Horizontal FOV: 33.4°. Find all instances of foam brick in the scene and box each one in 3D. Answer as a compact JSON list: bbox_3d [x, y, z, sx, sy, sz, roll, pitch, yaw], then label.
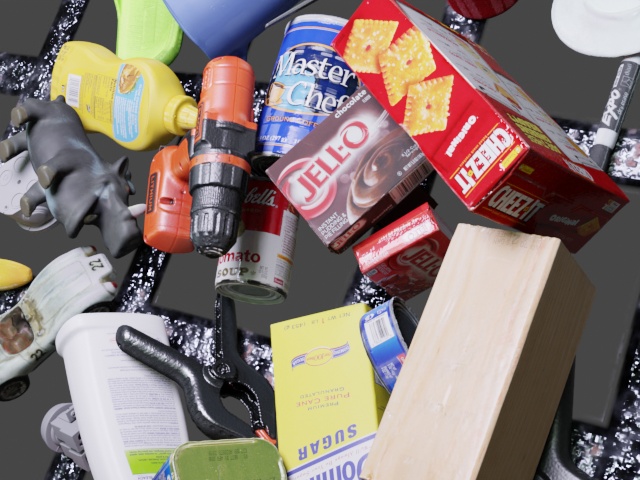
[{"bbox_3d":[0.056,-0.038,0.927,0.053,0.078,0.051,39,91,34],"label":"foam brick"}]

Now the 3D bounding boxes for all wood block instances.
[{"bbox_3d":[0.120,0.103,0.790,0.090,0.090,0.206,10,69,37],"label":"wood block"}]

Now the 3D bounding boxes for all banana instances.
[{"bbox_3d":[-0.387,0.011,1.162,0.198,0.037,0.069,37,89,34],"label":"banana"}]

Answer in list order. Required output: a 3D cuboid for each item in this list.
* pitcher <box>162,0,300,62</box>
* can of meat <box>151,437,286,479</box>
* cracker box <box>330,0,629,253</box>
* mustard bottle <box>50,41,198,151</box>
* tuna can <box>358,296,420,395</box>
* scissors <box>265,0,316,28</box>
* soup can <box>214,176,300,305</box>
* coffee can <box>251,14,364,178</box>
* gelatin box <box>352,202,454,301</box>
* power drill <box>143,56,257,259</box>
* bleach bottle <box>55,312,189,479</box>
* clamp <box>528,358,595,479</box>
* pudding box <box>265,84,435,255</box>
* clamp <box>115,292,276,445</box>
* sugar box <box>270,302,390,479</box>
[{"bbox_3d":[-0.055,-0.302,1.060,0.243,0.149,0.145,-36,60,5],"label":"pitcher"},{"bbox_3d":[-0.088,0.203,0.866,0.084,0.101,0.057,-54,45,45],"label":"can of meat"},{"bbox_3d":[0.125,-0.095,0.854,0.072,0.163,0.214,-49,52,20],"label":"cracker box"},{"bbox_3d":[-0.195,-0.144,1.107,0.192,0.058,0.096,19,107,32],"label":"mustard bottle"},{"bbox_3d":[0.066,0.091,0.861,0.034,0.086,0.086,-30,58,15],"label":"tuna can"},{"bbox_3d":[0.021,-0.247,1.015,0.201,0.016,0.096,-30,17,-12],"label":"scissors"},{"bbox_3d":[-0.056,0.001,0.975,0.069,0.068,0.102,-2,69,27],"label":"soup can"},{"bbox_3d":[-0.002,-0.120,0.977,0.103,0.102,0.140,8,73,30],"label":"coffee can"},{"bbox_3d":[0.077,0.013,0.886,0.073,0.089,0.030,-30,59,13],"label":"gelatin box"},{"bbox_3d":[-0.110,-0.051,0.970,0.188,0.057,0.184,143,137,-59],"label":"power drill"},{"bbox_3d":[-0.163,0.187,0.932,0.068,0.102,0.251,-49,47,45],"label":"bleach bottle"},{"bbox_3d":[0.151,0.192,0.802,0.165,0.036,0.210,-29,55,16],"label":"clamp"},{"bbox_3d":[0.025,-0.058,0.873,0.113,0.039,0.090,-40,65,1],"label":"pudding box"},{"bbox_3d":[-0.101,0.121,0.933,0.120,0.039,0.171,-15,54,-25],"label":"clamp"},{"bbox_3d":[0.011,0.148,0.889,0.093,0.048,0.176,-16,61,21],"label":"sugar box"}]
